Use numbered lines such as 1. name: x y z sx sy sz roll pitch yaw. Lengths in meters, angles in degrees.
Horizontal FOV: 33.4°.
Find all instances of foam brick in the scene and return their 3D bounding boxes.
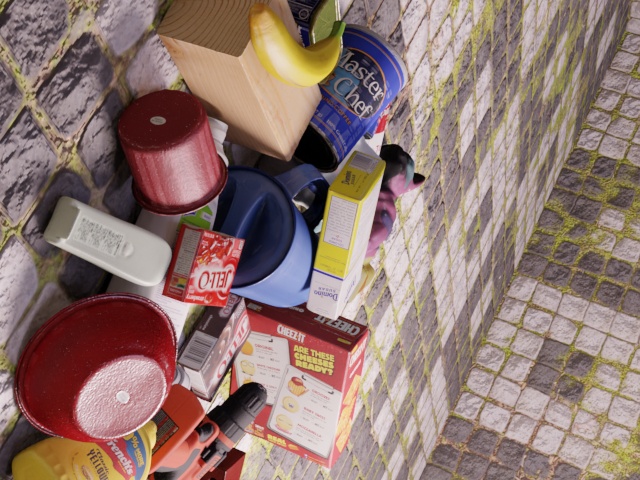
1. foam brick: -0.144 0.289 1.370 0.051 0.078 0.053 -38 144 -59

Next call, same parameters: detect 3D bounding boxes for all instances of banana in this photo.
1. banana: -0.024 -0.178 0.994 0.197 0.037 0.069 -18 108 -68

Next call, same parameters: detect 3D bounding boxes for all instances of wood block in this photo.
1. wood block: -0.073 -0.173 1.057 0.090 0.091 0.206 -64 160 -16

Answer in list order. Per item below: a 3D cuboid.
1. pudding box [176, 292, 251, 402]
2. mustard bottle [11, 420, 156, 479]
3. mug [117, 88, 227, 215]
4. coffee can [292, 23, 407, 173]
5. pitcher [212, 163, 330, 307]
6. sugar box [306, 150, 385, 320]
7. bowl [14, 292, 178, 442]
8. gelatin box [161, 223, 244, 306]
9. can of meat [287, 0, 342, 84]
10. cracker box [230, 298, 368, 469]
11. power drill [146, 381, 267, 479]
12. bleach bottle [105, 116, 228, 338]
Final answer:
1. pudding box: -0.128 0.128 1.303 0.113 0.039 0.090 -58 159 -27
2. mustard bottle: -0.223 0.222 1.077 0.058 0.096 0.191 -28 180 25
3. mug: -0.139 -0.093 0.988 0.081 0.093 0.117 80 5 -49
4. coffee can: 0.019 -0.162 1.215 0.140 0.103 0.103 -52 156 -20
5. pitcher: -0.058 0.001 1.219 0.242 0.149 0.145 42 52 -73
6. sugar box: 0.028 -0.005 1.220 0.093 0.048 0.176 -56 164 -51
7. bowl: -0.195 0.130 0.984 0.161 0.055 0.162 -18 126 -26
8. gelatin box: -0.114 0.026 1.054 0.089 0.030 0.073 17 90 -66
9. can of meat: -0.028 -0.224 1.137 0.057 0.084 0.102 -58 158 -28
10. cracker box: -0.032 0.183 1.431 0.072 0.164 0.214 -47 151 -51
11. power drill: -0.148 0.225 1.253 0.184 0.057 0.187 -47 158 -6
12. bleach bottle: -0.148 -0.002 1.077 0.251 0.068 0.102 -69 156 -5
